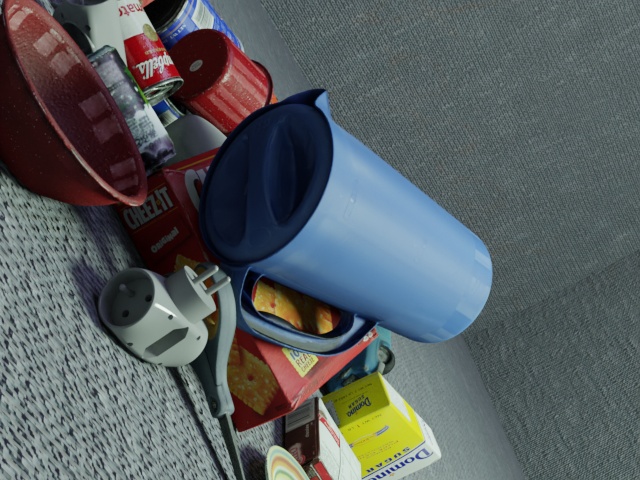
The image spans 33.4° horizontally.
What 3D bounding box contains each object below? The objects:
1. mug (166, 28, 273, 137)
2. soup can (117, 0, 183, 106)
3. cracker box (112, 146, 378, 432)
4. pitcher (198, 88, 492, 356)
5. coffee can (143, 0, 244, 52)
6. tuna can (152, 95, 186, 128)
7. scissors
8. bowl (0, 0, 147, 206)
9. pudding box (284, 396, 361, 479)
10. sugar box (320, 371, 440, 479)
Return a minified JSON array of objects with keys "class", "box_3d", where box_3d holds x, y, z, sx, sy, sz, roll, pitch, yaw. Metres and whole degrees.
[{"class":"mug","box_3d":[-0.116,-0.167,1.091,0.117,0.093,0.081,30,-5,32]},{"class":"soup can","box_3d":[-0.181,-0.176,0.993,0.102,0.068,0.068,61,8,1]},{"class":"cracker box","box_3d":[-0.054,0.026,0.892,0.163,0.072,0.214,-30,93,-57]},{"class":"pitcher","box_3d":[0.027,0.007,0.848,0.242,0.149,0.145,30,31,-42]},{"class":"coffee can","box_3d":[-0.159,-0.228,1.181,0.140,0.103,0.103,47,16,-59]},{"class":"tuna can","box_3d":[-0.173,-0.156,1.096,0.086,0.034,0.086,59,8,-15]},{"class":"scissors","box_3d":[-0.067,0.102,0.765,0.016,0.096,0.202,-9,62,-36]},{"class":"bowl","box_3d":[-0.182,-0.082,0.713,0.162,0.055,0.162,59,8,-15]},{"class":"pudding box","box_3d":[0.004,0.206,0.964,0.090,0.039,0.113,60,11,-18]},{"class":"sugar box","box_3d":[0.054,0.201,1.096,0.176,0.093,0.048,50,16,-51]}]
